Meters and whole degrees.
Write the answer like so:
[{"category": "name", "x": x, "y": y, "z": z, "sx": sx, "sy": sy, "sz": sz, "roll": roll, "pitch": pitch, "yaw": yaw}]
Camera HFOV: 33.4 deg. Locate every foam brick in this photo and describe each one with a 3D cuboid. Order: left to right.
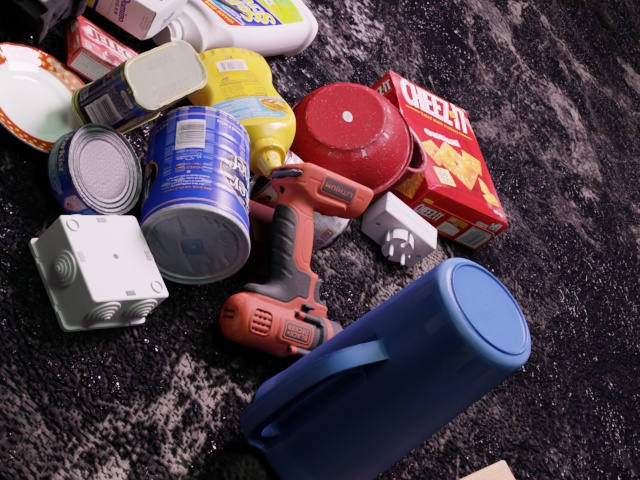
[{"category": "foam brick", "x": -0.057, "y": 0.001, "z": 1.086, "sx": 0.078, "sy": 0.051, "sz": 0.053, "roll": 20, "pitch": 45, "yaw": -39}]

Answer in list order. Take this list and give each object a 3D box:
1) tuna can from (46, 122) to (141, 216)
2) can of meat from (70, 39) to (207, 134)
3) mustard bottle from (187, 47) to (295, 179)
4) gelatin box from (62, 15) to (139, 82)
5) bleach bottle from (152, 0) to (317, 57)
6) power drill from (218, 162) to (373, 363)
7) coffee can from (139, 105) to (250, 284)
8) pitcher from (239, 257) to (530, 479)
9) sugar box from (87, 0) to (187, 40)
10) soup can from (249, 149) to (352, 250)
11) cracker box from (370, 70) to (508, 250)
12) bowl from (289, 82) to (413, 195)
[{"category": "tuna can", "x": -0.203, "y": -0.060, "z": 0.960, "sx": 0.086, "sy": 0.034, "sz": 0.086, "roll": 22, "pitch": 61, "yaw": -48}, {"category": "can of meat", "x": -0.168, "y": -0.141, "z": 0.999, "sx": 0.101, "sy": 0.084, "sz": 0.057, "roll": -36, "pitch": 102, "yaw": -46}, {"category": "mustard bottle", "x": -0.079, "y": -0.131, "z": 1.132, "sx": 0.096, "sy": 0.058, "sz": 0.192, "roll": -7, "pitch": 44, "yaw": -21}, {"category": "gelatin box", "x": -0.214, "y": -0.181, "z": 1.074, "sx": 0.089, "sy": 0.030, "sz": 0.073, "roll": 33, "pitch": 22, "yaw": -33}, {"category": "bleach bottle", "x": -0.107, "y": -0.254, "z": 1.268, "sx": 0.102, "sy": 0.068, "sz": 0.250, "roll": 52, "pitch": 34, "yaw": 6}, {"category": "power drill", "x": -0.003, "y": 0.030, "z": 1.045, "sx": 0.184, "sy": 0.057, "sz": 0.187, "roll": 22, "pitch": 74, "yaw": -40}, {"category": "coffee can", "x": -0.117, "y": -0.044, "z": 1.008, "sx": 0.102, "sy": 0.103, "sz": 0.140, "roll": 29, "pitch": 38, "yaw": -30}, {"category": "pitcher", "x": 0.054, "y": 0.121, "z": 0.925, "sx": 0.145, "sy": 0.243, "sz": 0.149, "roll": 44, "pitch": 32, "yaw": -8}, {"category": "sugar box", "x": -0.232, "y": -0.284, "z": 1.123, "sx": 0.176, "sy": 0.048, "sz": 0.093, "roll": 35, "pitch": 35, "yaw": 0}, {"category": "soup can", "x": -0.020, "y": -0.044, "z": 1.160, "sx": 0.102, "sy": 0.069, "sz": 0.068, "roll": 39, "pitch": 35, "yaw": -20}, {"category": "cracker box", "x": 0.152, "y": -0.108, "z": 1.430, "sx": 0.163, "sy": 0.072, "sz": 0.214, "roll": 21, "pitch": 42, "yaw": -39}, {"category": "bowl", "x": 0.028, "y": -0.127, "z": 1.226, "sx": 0.162, "sy": 0.055, "sz": 0.162, "roll": 0, "pitch": 60, "yaw": 0}]
